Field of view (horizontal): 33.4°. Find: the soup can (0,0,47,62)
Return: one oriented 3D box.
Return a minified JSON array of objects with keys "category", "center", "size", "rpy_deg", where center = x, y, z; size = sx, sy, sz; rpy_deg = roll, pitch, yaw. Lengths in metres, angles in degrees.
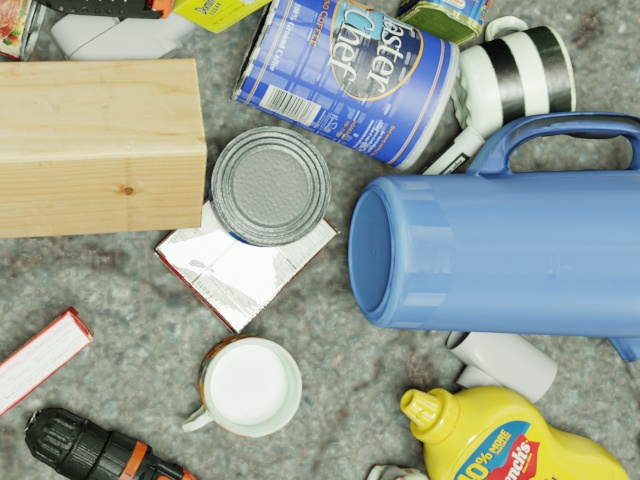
[{"category":"soup can","center":[-0.248,-0.174,0.752],"size":[0.102,0.068,0.068],"rpy_deg":[18,85,-10]}]

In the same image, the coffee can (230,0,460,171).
[{"category":"coffee can","center":[0.017,-0.124,0.786],"size":[0.140,0.103,0.103],"rpy_deg":[22,85,-10]}]

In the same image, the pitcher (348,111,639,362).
[{"category":"pitcher","center":[0.149,-0.002,0.781],"size":[0.242,0.145,0.149],"rpy_deg":[1,53,-18]}]

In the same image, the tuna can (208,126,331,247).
[{"category":"tuna can","center":[-0.037,-0.037,0.768],"size":[0.086,0.034,0.086],"rpy_deg":[1,87,-12]}]

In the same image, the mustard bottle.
[{"category":"mustard bottle","center":[0.136,0.163,0.803],"size":[0.191,0.058,0.096],"rpy_deg":[34,103,-22]}]

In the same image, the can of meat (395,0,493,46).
[{"category":"can of meat","center":[0.101,-0.196,0.806],"size":[0.057,0.102,0.084],"rpy_deg":[23,86,-10]}]

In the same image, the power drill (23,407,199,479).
[{"category":"power drill","center":[-0.161,0.232,0.753],"size":[0.184,0.057,0.187],"rpy_deg":[31,73,-8]}]

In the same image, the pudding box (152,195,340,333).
[{"category":"pudding box","center":[-0.055,0.001,0.802],"size":[0.113,0.039,0.090],"rpy_deg":[-44,96,-7]}]

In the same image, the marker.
[{"category":"marker","center":[0.075,-0.040,0.814],"size":[0.020,0.020,0.121],"rpy_deg":[45,109,-7]}]

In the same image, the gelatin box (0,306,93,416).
[{"category":"gelatin box","center":[-0.202,0.086,0.753],"size":[0.089,0.073,0.030],"rpy_deg":[-40,96,-10]}]

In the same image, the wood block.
[{"category":"wood block","center":[-0.187,-0.062,0.735],"size":[0.206,0.091,0.090],"rpy_deg":[-3,55,-11]}]
